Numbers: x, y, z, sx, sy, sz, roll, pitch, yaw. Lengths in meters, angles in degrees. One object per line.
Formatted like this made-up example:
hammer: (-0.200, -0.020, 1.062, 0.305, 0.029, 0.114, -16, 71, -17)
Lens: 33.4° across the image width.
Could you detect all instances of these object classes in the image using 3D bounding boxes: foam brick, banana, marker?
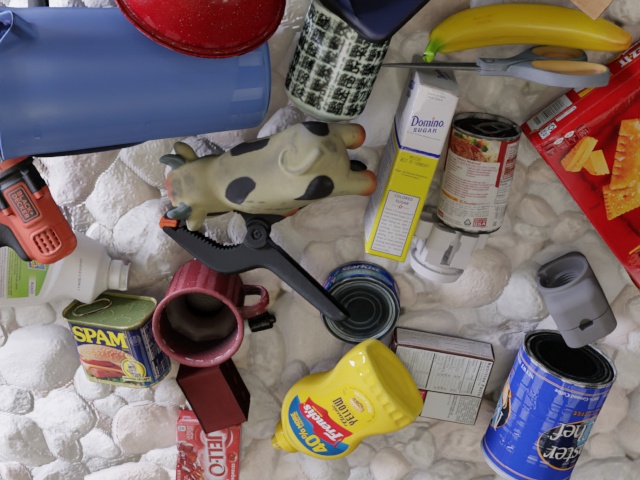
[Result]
foam brick: (-0.116, 0.161, 1.165, 0.051, 0.053, 0.078, -19, 115, 11)
banana: (0.181, -0.189, 0.976, 0.197, 0.069, 0.037, -7, 144, -8)
marker: (-0.105, 0.102, 1.154, 0.121, 0.020, 0.020, -19, 114, 10)

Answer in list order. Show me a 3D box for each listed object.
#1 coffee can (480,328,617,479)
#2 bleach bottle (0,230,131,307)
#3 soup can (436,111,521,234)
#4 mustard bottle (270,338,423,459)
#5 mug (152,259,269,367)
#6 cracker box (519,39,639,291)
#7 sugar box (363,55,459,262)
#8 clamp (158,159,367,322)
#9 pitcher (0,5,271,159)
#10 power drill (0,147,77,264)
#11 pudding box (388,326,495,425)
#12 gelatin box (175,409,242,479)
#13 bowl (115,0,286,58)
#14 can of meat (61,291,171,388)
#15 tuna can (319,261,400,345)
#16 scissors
coffee can: (0.241, 0.180, 1.135, 0.102, 0.103, 0.140, 14, 116, -5)
bleach bottle: (-0.324, 0.031, 1.103, 0.250, 0.068, 0.103, 7, 114, -4)
soup can: (0.153, -0.065, 1.036, 0.068, 0.068, 0.102, 6, 117, -1)
mustard bottle: (0.014, 0.185, 1.153, 0.192, 0.058, 0.096, -35, 94, 36)
mug: (-0.110, 0.068, 1.103, 0.117, 0.081, 0.093, -13, 115, 8)
cracker box: (0.321, -0.070, 1.020, 0.164, 0.072, 0.213, -36, 110, 13)
sugar box: (0.085, -0.078, 1.018, 0.048, 0.093, 0.176, 16, 116, -7)
clamp: (-0.057, 0.001, 1.079, 0.210, 0.036, 0.164, 0, 97, 4)
pitcher: (-0.174, -0.142, 0.960, 0.242, 0.149, 0.145, -5, 105, -15)
power drill: (-0.354, -0.028, 1.025, 0.187, 0.057, 0.184, -29, 102, 1)
pudding box: (0.124, 0.148, 1.159, 0.113, 0.039, 0.090, 10, 116, -5)
gelatin box: (-0.127, 0.237, 1.215, 0.073, 0.030, 0.089, 5, 117, -1)
bowl: (-0.098, -0.237, 0.908, 0.162, 0.162, 0.055, 24, 150, -10)
can of meat: (-0.213, 0.105, 1.127, 0.102, 0.057, 0.084, 5, 123, 26)
tuna can: (0.042, 0.067, 1.124, 0.086, 0.033, 0.086, 1, 116, 2)
scissors: (0.163, -0.165, 0.984, 0.202, 0.096, 0.016, 8, 118, 11)
